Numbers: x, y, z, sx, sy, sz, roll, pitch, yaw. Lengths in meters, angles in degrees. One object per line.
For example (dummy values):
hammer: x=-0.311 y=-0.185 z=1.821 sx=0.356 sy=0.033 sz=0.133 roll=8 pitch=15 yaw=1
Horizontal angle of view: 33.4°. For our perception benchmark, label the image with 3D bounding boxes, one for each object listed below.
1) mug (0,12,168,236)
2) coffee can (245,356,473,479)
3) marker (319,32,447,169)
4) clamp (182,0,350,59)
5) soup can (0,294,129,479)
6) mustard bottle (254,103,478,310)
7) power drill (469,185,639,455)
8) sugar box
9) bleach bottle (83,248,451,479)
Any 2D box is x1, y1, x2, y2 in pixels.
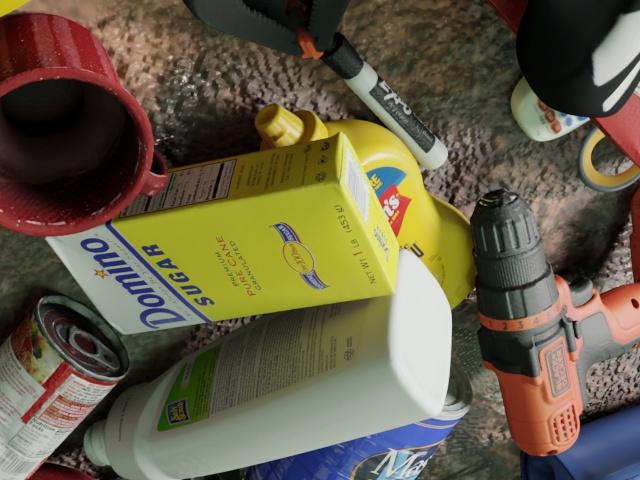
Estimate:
mug: x=-0.129 y=-0.058 z=0.542 sx=0.117 sy=0.081 sz=0.093 roll=23 pitch=113 yaw=-34
coffee can: x=0.025 y=0.134 z=0.738 sx=0.102 sy=0.103 sz=0.140 roll=17 pitch=117 yaw=-32
marker: x=0.037 y=-0.082 z=0.636 sx=0.020 sy=0.020 sz=0.121 roll=-41 pitch=130 yaw=10
clamp: x=-0.023 y=-0.150 z=0.493 sx=0.165 sy=0.036 sz=0.209 roll=-20 pitch=156 yaw=15
soup can: x=-0.173 y=0.092 z=0.645 sx=0.068 sy=0.068 sz=0.102 roll=32 pitch=108 yaw=-37
mustard bottle: x=0.022 y=-0.018 z=0.653 sx=0.096 sy=0.058 sz=0.191 roll=-37 pitch=130 yaw=10
power drill: x=0.181 y=0.027 z=0.712 sx=0.187 sy=0.057 sz=0.184 roll=-26 pitch=115 yaw=-27
sugar box: x=-0.054 y=0.001 z=0.596 sx=0.176 sy=0.048 sz=0.093 roll=-12 pitch=133 yaw=18
bleach bottle: x=-0.044 y=0.091 z=0.662 sx=0.251 sy=0.102 sz=0.068 roll=-21 pitch=126 yaw=28
